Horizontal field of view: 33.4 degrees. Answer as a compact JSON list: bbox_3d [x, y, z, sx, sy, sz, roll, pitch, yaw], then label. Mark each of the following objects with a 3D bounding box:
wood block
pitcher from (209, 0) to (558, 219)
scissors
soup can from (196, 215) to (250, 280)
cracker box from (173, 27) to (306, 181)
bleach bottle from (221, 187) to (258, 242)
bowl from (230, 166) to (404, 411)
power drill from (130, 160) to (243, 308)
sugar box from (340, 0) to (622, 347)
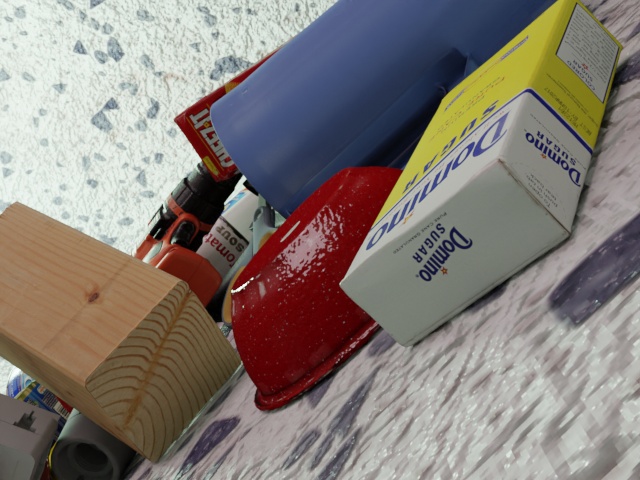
[{"bbox_3d":[-0.166,0.055,0.734,0.206,0.090,0.090,21,61,43],"label":"wood block"},{"bbox_3d":[0.054,-0.112,0.722,0.243,0.149,0.144,-40,-9,17],"label":"pitcher"},{"bbox_3d":[-0.056,0.001,0.870,0.096,0.016,0.202,-54,23,16],"label":"scissors"},{"bbox_3d":[-0.120,0.027,1.095,0.102,0.068,0.068,-46,8,-4],"label":"soup can"},{"bbox_3d":[0.001,-0.144,0.894,0.214,0.072,0.164,-30,10,19],"label":"cracker box"},{"bbox_3d":[-0.094,-0.018,1.222,0.251,0.068,0.102,-43,8,7],"label":"bleach bottle"},{"bbox_3d":[0.003,0.012,0.564,0.162,0.055,0.162,-45,8,8],"label":"bowl"},{"bbox_3d":[-0.125,0.009,0.963,0.185,0.057,0.187,-54,16,16],"label":"power drill"},{"bbox_3d":[0.076,-0.038,0.469,0.093,0.048,0.176,-40,9,36],"label":"sugar box"}]
